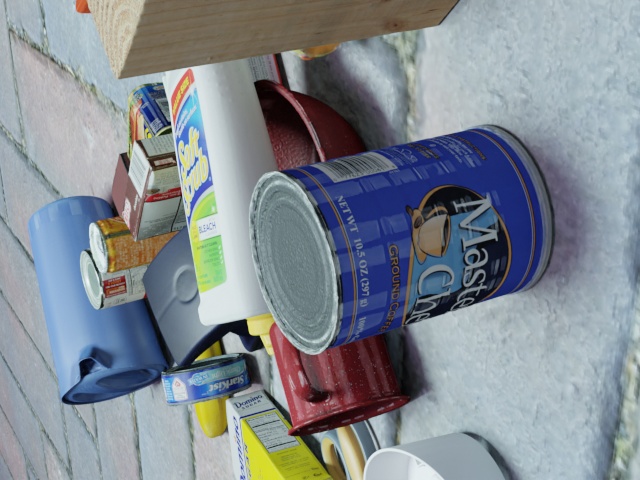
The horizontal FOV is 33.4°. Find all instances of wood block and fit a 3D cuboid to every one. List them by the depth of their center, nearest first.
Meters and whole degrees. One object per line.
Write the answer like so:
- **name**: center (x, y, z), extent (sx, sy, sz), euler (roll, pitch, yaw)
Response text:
- **wood block**: center (-0.020, -0.162, 0.578), extent (0.091, 0.205, 0.090), euler (68, 153, 15)

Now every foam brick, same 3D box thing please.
- **foam brick**: center (-0.188, -0.056, 1.142), extent (0.051, 0.052, 0.078), euler (63, 152, 24)

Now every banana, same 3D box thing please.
- **banana**: center (-0.127, 0.130, 1.131), extent (0.070, 0.037, 0.198), euler (16, 117, 59)

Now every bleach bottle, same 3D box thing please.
- **bleach bottle**: center (-0.073, -0.069, 0.770), extent (0.103, 0.068, 0.251), euler (-19, 84, 64)

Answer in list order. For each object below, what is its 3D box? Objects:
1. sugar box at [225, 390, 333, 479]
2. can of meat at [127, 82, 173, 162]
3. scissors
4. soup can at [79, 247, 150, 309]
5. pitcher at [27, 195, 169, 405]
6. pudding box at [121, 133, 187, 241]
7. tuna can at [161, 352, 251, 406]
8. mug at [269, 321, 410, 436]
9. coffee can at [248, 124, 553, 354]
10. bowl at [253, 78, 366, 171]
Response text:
- **sugar box**: center (-0.037, 0.217, 0.971), extent (0.176, 0.048, 0.093), euler (-146, 48, -59)
- **can of meat**: center (-0.153, -0.094, 1.050), extent (0.084, 0.057, 0.102), euler (55, 147, 41)
- **scissors**: center (0.041, 0.237, 0.876), extent (0.096, 0.016, 0.202), euler (-12, 92, 66)
- **soup can**: center (-0.200, 0.031, 1.154), extent (0.069, 0.102, 0.068), euler (39, 136, 51)
- **pitcher**: center (-0.280, 0.075, 1.327), extent (0.149, 0.144, 0.243), euler (-41, 61, 48)
- **pudding box**: center (-0.131, -0.053, 0.989), extent (0.039, 0.089, 0.114), euler (61, 150, 25)
- **tuna can**: center (-0.113, 0.136, 1.051), extent (0.086, 0.086, 0.034), euler (-12, 90, 64)
- **mug**: center (0.005, 0.090, 0.772), extent (0.093, 0.117, 0.081), euler (-24, 72, 24)
- **coffee can**: center (0.044, -0.003, 0.605), extent (0.103, 0.140, 0.103), euler (39, 136, 51)
- **bowl**: center (-0.007, -0.042, 0.784), extent (0.162, 0.055, 0.162), euler (39, 136, 51)
